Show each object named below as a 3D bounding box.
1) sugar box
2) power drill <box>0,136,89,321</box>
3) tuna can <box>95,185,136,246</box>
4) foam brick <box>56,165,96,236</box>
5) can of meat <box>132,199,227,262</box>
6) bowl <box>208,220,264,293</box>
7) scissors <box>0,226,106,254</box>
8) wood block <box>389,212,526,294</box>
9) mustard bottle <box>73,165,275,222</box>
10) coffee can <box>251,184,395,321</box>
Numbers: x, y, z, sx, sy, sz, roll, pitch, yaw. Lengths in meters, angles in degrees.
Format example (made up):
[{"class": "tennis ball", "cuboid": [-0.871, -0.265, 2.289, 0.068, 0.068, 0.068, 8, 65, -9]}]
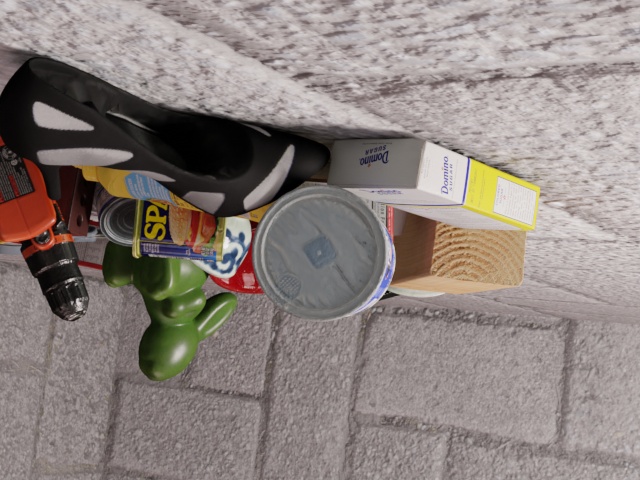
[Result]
[{"class": "sugar box", "cuboid": [0.097, -0.045, 0.886, 0.094, 0.048, 0.175, 4, 170, 41]}, {"class": "power drill", "cuboid": [-0.273, -0.018, 1.009, 0.057, 0.184, 0.188, -24, 172, -12]}, {"class": "tuna can", "cuboid": [-0.199, -0.033, 1.155, 0.086, 0.034, 0.086, -10, 140, -9]}, {"class": "foam brick", "cuboid": [-0.275, -0.046, 1.133, 0.051, 0.078, 0.053, 7, 174, 10]}, {"class": "can of meat", "cuboid": [-0.129, -0.031, 1.005, 0.084, 0.102, 0.057, 5, 174, -4]}, {"class": "bowl", "cuboid": [-0.058, 0.002, 1.273, 0.162, 0.055, 0.162, -10, 150, -6]}, {"class": "scissors", "cuboid": [-0.276, -0.015, 1.201, 0.201, 0.016, 0.096, -9, -149, -32]}, {"class": "wood block", "cuboid": [0.134, 0.003, 1.085, 0.090, 0.091, 0.206, 7, 174, -7]}, {"class": "mustard bottle", "cuboid": [-0.122, -0.059, 0.898, 0.191, 0.058, 0.096, 9, 165, 4]}, {"class": "coffee can", "cuboid": [0.007, 0.013, 0.863, 0.103, 0.103, 0.140, 6, 178, 7]}]
